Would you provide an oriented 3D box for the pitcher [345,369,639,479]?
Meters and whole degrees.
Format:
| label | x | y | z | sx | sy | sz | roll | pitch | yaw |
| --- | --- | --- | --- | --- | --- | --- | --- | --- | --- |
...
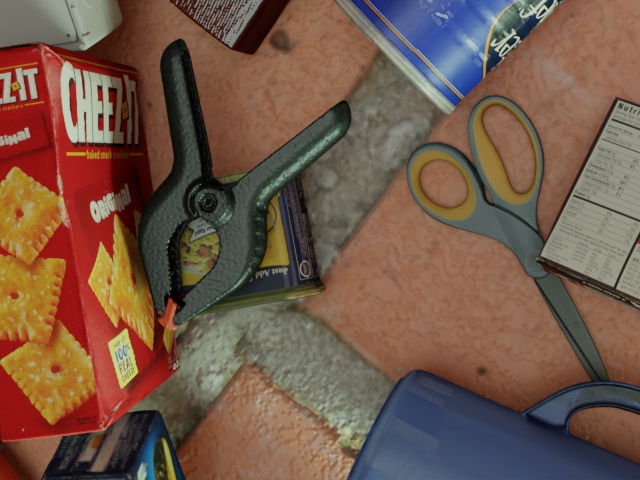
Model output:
| label | x | y | z | sx | sy | sz | roll | pitch | yaw |
| --- | --- | --- | --- | --- | --- | --- | --- | --- | --- |
| pitcher | 0.142 | 0.165 | 0.631 | 0.243 | 0.149 | 0.145 | 26 | 134 | 11 |

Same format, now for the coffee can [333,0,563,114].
| label | x | y | z | sx | sy | sz | roll | pitch | yaw |
| --- | --- | --- | --- | --- | --- | --- | --- | --- | --- |
| coffee can | 0.089 | -0.158 | 0.621 | 0.140 | 0.102 | 0.103 | -44 | 85 | 11 |

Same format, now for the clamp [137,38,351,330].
| label | x | y | z | sx | sy | sz | roll | pitch | yaw |
| --- | --- | --- | --- | --- | --- | --- | --- | --- | --- |
| clamp | -0.070 | -0.033 | 0.642 | 0.120 | 0.039 | 0.171 | 31 | 96 | 13 |

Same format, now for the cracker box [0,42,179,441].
| label | x | y | z | sx | sy | sz | roll | pitch | yaw |
| --- | --- | --- | --- | --- | --- | --- | --- | --- | --- |
| cracker box | -0.149 | -0.003 | 0.652 | 0.072 | 0.164 | 0.214 | -7 | 93 | 8 |

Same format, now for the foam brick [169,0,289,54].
| label | x | y | z | sx | sy | sz | roll | pitch | yaw |
| --- | --- | --- | --- | --- | --- | --- | --- | --- | --- |
| foam brick | -0.048 | -0.164 | 0.675 | 0.051 | 0.053 | 0.078 | 36 | 100 | 7 |

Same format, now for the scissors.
| label | x | y | z | sx | sy | sz | roll | pitch | yaw |
| --- | --- | --- | --- | --- | --- | --- | --- | --- | --- |
| scissors | 0.116 | 0.010 | 0.674 | 0.096 | 0.016 | 0.202 | -13 | 92 | 14 |

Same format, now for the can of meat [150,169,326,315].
| label | x | y | z | sx | sy | sz | roll | pitch | yaw |
| --- | --- | --- | --- | --- | --- | --- | --- | --- | --- |
| can of meat | -0.055 | 0.001 | 0.688 | 0.102 | 0.057 | 0.084 | -10 | 90 | 12 |
